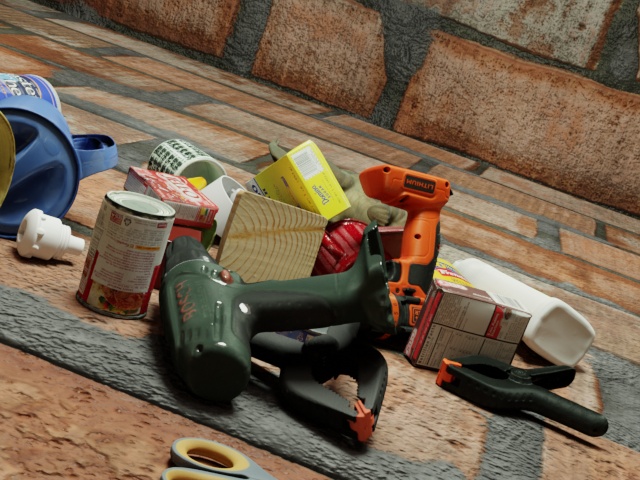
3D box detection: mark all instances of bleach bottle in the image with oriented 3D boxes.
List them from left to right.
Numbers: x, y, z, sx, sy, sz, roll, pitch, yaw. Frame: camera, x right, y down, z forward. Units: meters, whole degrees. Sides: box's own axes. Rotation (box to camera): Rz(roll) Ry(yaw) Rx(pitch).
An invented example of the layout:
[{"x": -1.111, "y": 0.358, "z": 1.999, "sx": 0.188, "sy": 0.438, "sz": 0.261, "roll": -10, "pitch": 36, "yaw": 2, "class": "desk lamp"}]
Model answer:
[{"x": 0.237, "y": 0.075, "z": 1.367, "sx": 0.102, "sy": 0.068, "sz": 0.251, "roll": 35, "pitch": 2, "yaw": -31, "class": "bleach bottle"}]

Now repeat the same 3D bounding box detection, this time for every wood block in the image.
[{"x": -0.058, "y": 0.001, "z": 1.139, "sx": 0.090, "sy": 0.090, "sz": 0.206, "roll": 18, "pitch": 1, "yaw": -6, "class": "wood block"}]

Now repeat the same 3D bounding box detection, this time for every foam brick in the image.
[{"x": -0.153, "y": 0.017, "z": 1.109, "sx": 0.051, "sy": 0.053, "sz": 0.078, "roll": 16, "pitch": 14, "yaw": -10, "class": "foam brick"}]

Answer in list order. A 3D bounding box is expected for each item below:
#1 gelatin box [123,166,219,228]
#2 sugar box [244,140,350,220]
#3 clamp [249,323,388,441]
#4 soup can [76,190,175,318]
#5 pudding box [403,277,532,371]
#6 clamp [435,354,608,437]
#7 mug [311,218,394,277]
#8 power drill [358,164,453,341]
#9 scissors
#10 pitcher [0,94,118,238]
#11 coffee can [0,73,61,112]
[{"x": -0.164, "y": -0.048, "z": 1.164, "sx": 0.073, "sy": 0.030, "sz": 0.089, "roll": 10, "pitch": 20, "yaw": -38, "class": "gelatin box"}, {"x": -0.033, "y": -0.056, "z": 1.311, "sx": 0.048, "sy": 0.093, "sz": 0.176, "roll": -30, "pitch": 2, "yaw": -24, "class": "sugar box"}, {"x": -0.010, "y": 0.103, "z": 0.933, "sx": 0.164, "sy": 0.036, "sz": 0.210, "roll": -13, "pitch": 32, "yaw": -8, "class": "clamp"}, {"x": -0.179, "y": 0.012, "z": 0.984, "sx": 0.068, "sy": 0.102, "sz": 0.068, "roll": 17, "pitch": 13, "yaw": -4, "class": "soup can"}, {"x": 0.156, "y": 0.097, "z": 1.127, "sx": 0.113, "sy": 0.090, "sz": 0.039, "roll": 16, "pitch": 16, "yaw": -18, "class": "pudding box"}, {"x": 0.205, "y": 0.154, "z": 1.078, "sx": 0.171, "sy": 0.039, "sz": 0.120, "roll": 7, "pitch": 15, "yaw": -17, "class": "clamp"}, {"x": 0.033, "y": 0.025, "z": 1.232, "sx": 0.117, "sy": 0.093, "sz": 0.081, "roll": 47, "pitch": 3, "yaw": -31, "class": "mug"}, {"x": 0.078, "y": 0.016, "z": 1.165, "sx": 0.184, "sy": 0.187, "sz": 0.057, "roll": 11, "pitch": -13, "yaw": -35, "class": "power drill"}, {"x": -0.020, "y": 0.172, "z": 0.741, "sx": 0.201, "sy": 0.016, "sz": 0.096, "roll": 12, "pitch": 14, "yaw": -26, "class": "scissors"}, {"x": -0.320, "y": -0.095, "z": 1.171, "sx": 0.149, "sy": 0.145, "sz": 0.243, "roll": 36, "pitch": 5, "yaw": -18, "class": "pitcher"}, {"x": -0.420, "y": -0.167, "z": 1.382, "sx": 0.103, "sy": 0.103, "sz": 0.140, "roll": 24, "pitch": 14, "yaw": 21, "class": "coffee can"}]
